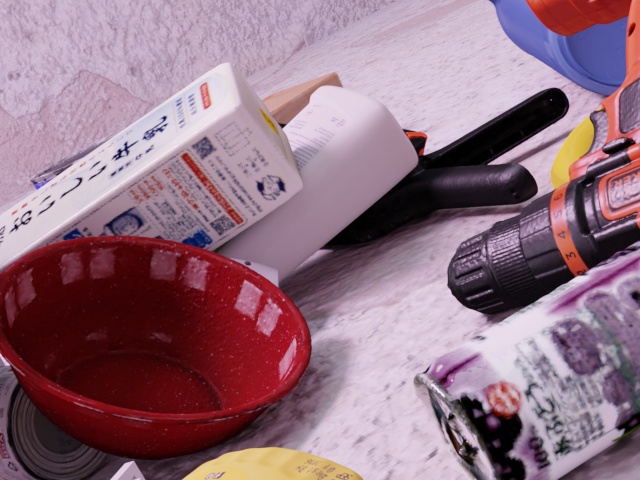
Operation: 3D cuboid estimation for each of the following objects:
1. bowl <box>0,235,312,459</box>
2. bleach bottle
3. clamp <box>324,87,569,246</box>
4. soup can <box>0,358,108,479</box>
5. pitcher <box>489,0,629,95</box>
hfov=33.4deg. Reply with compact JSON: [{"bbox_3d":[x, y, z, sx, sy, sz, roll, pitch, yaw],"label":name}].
[{"bbox_3d":[-0.088,0.060,0.539,0.162,0.055,0.162,11,27,-6],"label":"bowl"},{"bbox_3d":[-0.055,0.001,0.714,0.250,0.068,0.103,-42,27,-11],"label":"bleach bottle"},{"bbox_3d":[0.072,-0.036,0.743,0.210,0.036,0.164,-23,15,22],"label":"clamp"},{"bbox_3d":[-0.170,0.102,0.598,0.102,0.068,0.068,-12,19,44],"label":"soup can"},{"bbox_3d":[0.234,-0.195,0.885,0.149,0.145,0.243,-36,15,13],"label":"pitcher"}]
